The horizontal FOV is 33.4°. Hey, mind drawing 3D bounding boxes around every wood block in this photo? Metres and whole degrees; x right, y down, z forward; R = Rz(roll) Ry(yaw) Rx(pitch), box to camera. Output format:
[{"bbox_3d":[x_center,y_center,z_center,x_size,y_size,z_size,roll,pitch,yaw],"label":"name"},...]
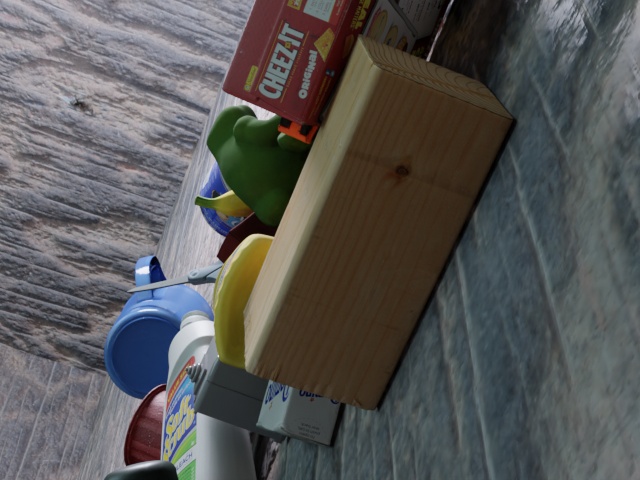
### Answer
[{"bbox_3d":[0.029,-0.010,0.672,0.090,0.090,0.206,-102,33,-67],"label":"wood block"}]

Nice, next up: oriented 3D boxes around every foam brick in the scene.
[{"bbox_3d":[-0.057,0.001,1.077,0.078,0.053,0.051,-41,-9,-39],"label":"foam brick"}]

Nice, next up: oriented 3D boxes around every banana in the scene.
[{"bbox_3d":[-0.042,-0.085,1.136,0.197,0.069,0.037,-44,-4,-20],"label":"banana"}]

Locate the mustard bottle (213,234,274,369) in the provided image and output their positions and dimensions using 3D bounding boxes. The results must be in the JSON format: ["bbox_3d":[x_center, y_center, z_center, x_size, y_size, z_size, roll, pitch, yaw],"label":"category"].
[{"bbox_3d":[-0.054,0.043,0.839,0.192,0.058,0.096,-172,97,-84],"label":"mustard bottle"}]

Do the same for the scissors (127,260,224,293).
[{"bbox_3d":[-0.128,0.029,1.239,0.202,0.016,0.096,-1,40,35],"label":"scissors"}]

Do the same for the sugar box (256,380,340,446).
[{"bbox_3d":[0.001,0.062,0.800,0.093,0.048,0.176,151,139,-74],"label":"sugar box"}]

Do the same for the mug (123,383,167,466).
[{"bbox_3d":[-0.135,0.208,1.039,0.093,0.082,0.117,24,-97,-68],"label":"mug"}]

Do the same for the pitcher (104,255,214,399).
[{"bbox_3d":[-0.205,0.117,1.343,0.145,0.149,0.243,-56,4,0],"label":"pitcher"}]

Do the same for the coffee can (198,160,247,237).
[{"bbox_3d":[-0.077,-0.065,1.221,0.140,0.102,0.103,140,147,-69],"label":"coffee can"}]

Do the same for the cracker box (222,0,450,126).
[{"bbox_3d":[0.026,-0.163,0.761,0.164,0.072,0.213,-68,-17,11],"label":"cracker box"}]

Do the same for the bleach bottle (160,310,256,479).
[{"bbox_3d":[-0.107,0.166,0.950,0.103,0.068,0.251,-52,31,30],"label":"bleach bottle"}]
